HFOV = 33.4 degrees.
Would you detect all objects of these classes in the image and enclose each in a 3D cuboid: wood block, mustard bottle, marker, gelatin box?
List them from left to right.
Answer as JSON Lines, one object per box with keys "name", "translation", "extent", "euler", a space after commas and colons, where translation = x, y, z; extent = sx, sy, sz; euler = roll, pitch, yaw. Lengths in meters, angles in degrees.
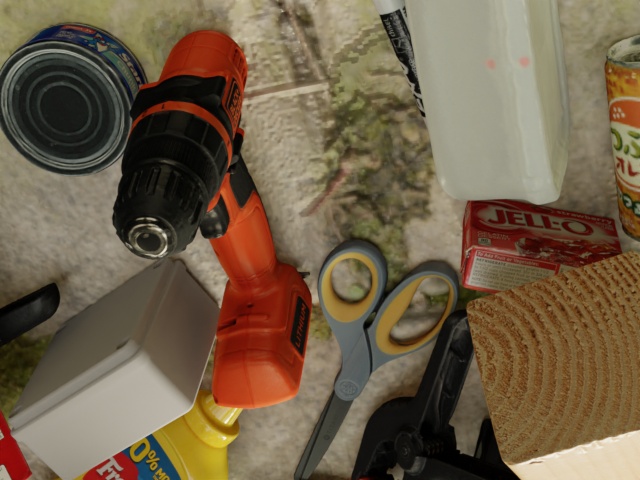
{"name": "mustard bottle", "translation": [-0.119, 0.164, 0.721], "extent": [0.192, 0.058, 0.096], "euler": [-44, 70, 16]}
{"name": "marker", "translation": [0.058, -0.090, 0.600], "extent": [0.020, 0.020, 0.121], "euler": [-19, 113, 17]}
{"name": "gelatin box", "translation": [0.125, 0.006, 0.609], "extent": [0.089, 0.073, 0.030], "euler": [11, 117, 3]}
{"name": "wood block", "translation": [0.160, 0.099, 0.586], "extent": [0.091, 0.090, 0.206], "euler": [-19, 147, 16]}

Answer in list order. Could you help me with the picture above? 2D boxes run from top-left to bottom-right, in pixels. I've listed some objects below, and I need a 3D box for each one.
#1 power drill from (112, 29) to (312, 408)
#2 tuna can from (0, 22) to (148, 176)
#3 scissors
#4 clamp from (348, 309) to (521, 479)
{"name": "power drill", "translation": [-0.054, 0.001, 0.582], "extent": [0.057, 0.184, 0.187], "euler": [-6, 125, 11]}
{"name": "tuna can", "translation": [-0.146, -0.082, 0.626], "extent": [0.086, 0.033, 0.086], "euler": [3, 117, 7]}
{"name": "scissors", "translation": [0.008, 0.077, 0.695], "extent": [0.096, 0.016, 0.202], "euler": [37, 116, -9]}
{"name": "clamp", "translation": [0.072, 0.135, 0.661], "extent": [0.039, 0.120, 0.172], "euler": [3, 141, -25]}
